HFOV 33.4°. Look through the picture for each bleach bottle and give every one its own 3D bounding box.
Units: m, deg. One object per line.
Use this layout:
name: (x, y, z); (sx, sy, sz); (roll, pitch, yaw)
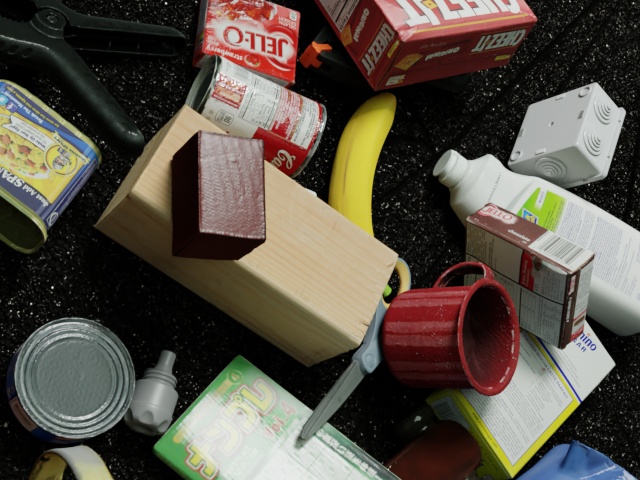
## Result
bleach bottle: (0.217, -0.012, 1.011); (0.250, 0.068, 0.102); (33, 59, -14)

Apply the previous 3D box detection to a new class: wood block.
wood block: (-0.055, 0.001, 0.830); (0.206, 0.090, 0.090); (35, 59, -15)

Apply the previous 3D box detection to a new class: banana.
banana: (0.036, -0.051, 0.938); (0.069, 0.037, 0.198); (31, 58, -51)

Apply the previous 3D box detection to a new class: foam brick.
foam brick: (-0.071, -0.030, 0.745); (0.051, 0.053, 0.078); (8, 70, -27)

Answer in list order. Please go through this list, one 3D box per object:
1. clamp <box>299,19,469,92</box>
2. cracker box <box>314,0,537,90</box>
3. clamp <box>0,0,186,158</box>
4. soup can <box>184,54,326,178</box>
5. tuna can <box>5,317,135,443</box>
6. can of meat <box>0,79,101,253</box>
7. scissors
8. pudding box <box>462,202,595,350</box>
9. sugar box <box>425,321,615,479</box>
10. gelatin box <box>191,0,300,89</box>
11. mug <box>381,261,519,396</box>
clamp: (0.062, -0.174, 0.991); (0.171, 0.039, 0.120); (-26, 73, -34)
cracker box: (0.072, -0.249, 0.975); (0.163, 0.072, 0.214); (-16, 64, -33)
clamp: (-0.206, -0.148, 0.808); (0.209, 0.036, 0.164); (22, 39, -19)
soup can: (-0.055, -0.103, 0.881); (0.102, 0.069, 0.068); (24, 62, -20)
tuna can: (-0.177, 0.100, 0.755); (0.086, 0.034, 0.086); (11, 67, -27)
can of meat: (-0.222, -0.055, 0.774); (0.102, 0.058, 0.083); (39, 55, -13)
scissors: (0.034, 0.077, 0.865); (0.201, 0.016, 0.096); (-24, 99, -48)
pudding box: (0.177, 0.030, 0.923); (0.039, 0.090, 0.114); (-31, 46, -31)
sugar box: (0.181, 0.125, 0.948); (0.175, 0.048, 0.093); (-35, 91, -38)
gelatin box: (-0.063, -0.175, 0.926); (0.089, 0.030, 0.073); (15, 65, -25)
mug: (0.107, 0.069, 0.872); (0.093, 0.082, 0.117); (40, 57, -40)
